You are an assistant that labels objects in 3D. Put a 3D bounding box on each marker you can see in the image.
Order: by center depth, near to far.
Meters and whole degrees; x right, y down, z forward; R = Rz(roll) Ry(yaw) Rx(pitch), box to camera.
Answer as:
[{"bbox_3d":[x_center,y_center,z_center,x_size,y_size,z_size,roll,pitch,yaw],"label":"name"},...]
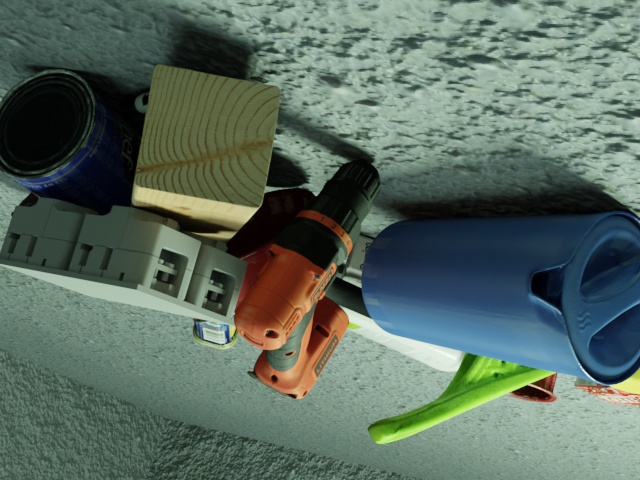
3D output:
[{"bbox_3d":[-0.127,-0.114,0.862,0.020,0.020,0.121,29,160,-36],"label":"marker"}]

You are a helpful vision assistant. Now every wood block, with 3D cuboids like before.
[{"bbox_3d":[-0.096,-0.058,0.828,0.090,0.090,0.206,10,171,-10],"label":"wood block"}]

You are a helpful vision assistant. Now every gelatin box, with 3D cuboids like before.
[{"bbox_3d":[0.367,0.178,1.297,0.073,0.030,0.089,26,162,-27],"label":"gelatin box"}]

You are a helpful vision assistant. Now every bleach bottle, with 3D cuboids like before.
[{"bbox_3d":[0.055,0.080,1.228,0.250,0.068,0.103,22,164,-15],"label":"bleach bottle"}]

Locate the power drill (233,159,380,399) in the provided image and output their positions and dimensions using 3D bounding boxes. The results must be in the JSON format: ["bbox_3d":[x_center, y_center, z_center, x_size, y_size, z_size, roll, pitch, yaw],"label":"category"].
[{"bbox_3d":[-0.008,0.040,0.905,0.057,0.184,0.188,28,153,16],"label":"power drill"}]

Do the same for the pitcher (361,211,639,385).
[{"bbox_3d":[0.159,0.042,0.906,0.243,0.144,0.149,4,131,49],"label":"pitcher"}]

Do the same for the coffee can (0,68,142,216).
[{"bbox_3d":[-0.208,-0.071,0.938,0.103,0.103,0.140,10,162,23],"label":"coffee can"}]

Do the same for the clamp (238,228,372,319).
[{"bbox_3d":[-0.007,0.040,1.083,0.120,0.039,0.171,-1,154,42],"label":"clamp"}]

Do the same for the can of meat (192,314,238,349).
[{"bbox_3d":[-0.120,0.070,1.304,0.057,0.102,0.084,15,154,4],"label":"can of meat"}]

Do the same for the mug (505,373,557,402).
[{"bbox_3d":[0.218,0.128,1.193,0.093,0.081,0.117,25,162,-24],"label":"mug"}]

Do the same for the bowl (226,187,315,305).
[{"bbox_3d":[-0.069,0.013,0.970,0.162,0.161,0.055,-1,119,48],"label":"bowl"}]
